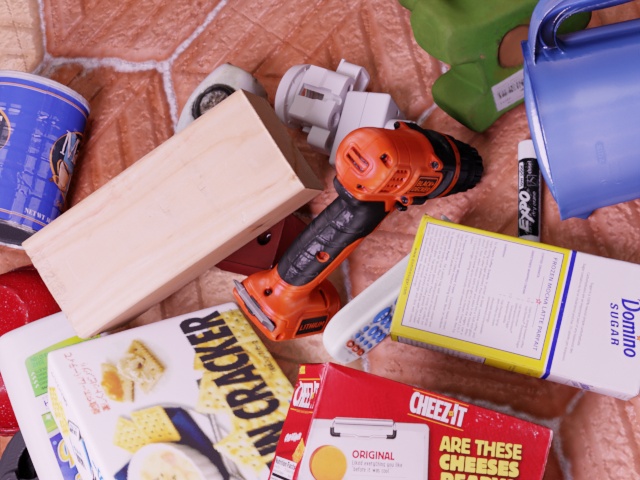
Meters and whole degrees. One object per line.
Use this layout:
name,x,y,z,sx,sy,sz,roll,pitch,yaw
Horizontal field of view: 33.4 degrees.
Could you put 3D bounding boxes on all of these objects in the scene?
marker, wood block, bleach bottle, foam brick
marker,0.161,-0.019,0.821,0.020,0.020,0.121,-4,70,22
wood block,-0.111,-0.019,0.827,0.206,0.090,0.090,-34,86,10
bleach bottle,-0.173,0.180,0.857,0.102,0.068,0.251,-20,73,-23
foam brick,-0.056,0.001,0.890,0.078,0.051,0.053,10,76,26

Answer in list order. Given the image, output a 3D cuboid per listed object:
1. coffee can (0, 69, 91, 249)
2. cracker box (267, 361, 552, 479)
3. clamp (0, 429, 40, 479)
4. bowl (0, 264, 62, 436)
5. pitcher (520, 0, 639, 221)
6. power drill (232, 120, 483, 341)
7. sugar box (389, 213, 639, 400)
coffee can,-0.279,-0.072,0.986,0.103,0.102,0.140,4,73,25
cracker box,0.040,0.201,0.679,0.164,0.072,0.213,19,79,-16
clamp,-0.251,0.223,0.902,0.120,0.039,0.171,42,91,28
bowl,-0.283,0.091,0.956,0.162,0.055,0.162,-8,69,21
pitcher,0.263,-0.111,0.735,0.243,0.149,0.145,-13,80,12
power drill,0.031,-0.009,0.811,0.057,0.184,0.188,48,114,23
sugar box,0.146,0.048,0.764,0.176,0.048,0.093,15,78,7
